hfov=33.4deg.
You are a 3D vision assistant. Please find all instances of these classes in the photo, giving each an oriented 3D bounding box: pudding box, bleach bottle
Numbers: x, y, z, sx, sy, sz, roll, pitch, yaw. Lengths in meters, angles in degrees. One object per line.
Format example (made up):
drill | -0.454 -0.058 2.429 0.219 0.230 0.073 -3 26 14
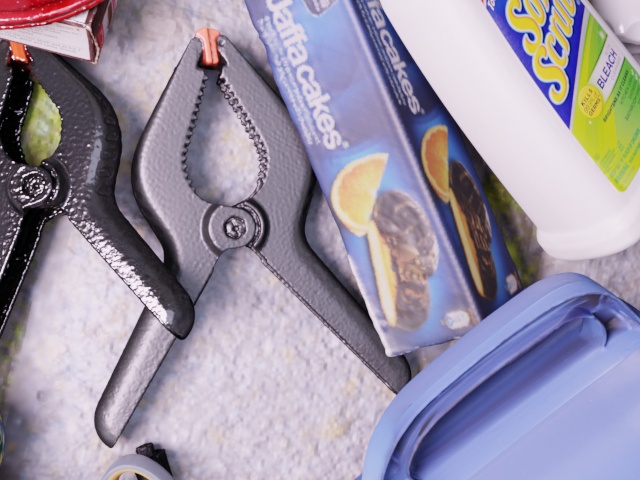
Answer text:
pudding box | -0.148 -0.143 0.508 0.113 0.039 0.090 14 73 0
bleach bottle | 0.079 -0.107 0.519 0.250 0.068 0.102 44 60 -24

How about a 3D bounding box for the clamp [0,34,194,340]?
clamp | -0.121 -0.019 0.515 0.120 0.039 0.171 -3 84 2

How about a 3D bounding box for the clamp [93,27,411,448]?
clamp | -0.054 0.001 0.544 0.164 0.036 0.210 -15 94 -11

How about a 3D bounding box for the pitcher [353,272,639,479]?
pitcher | 0.079 0.135 0.524 0.242 0.145 0.149 -34 78 -7
